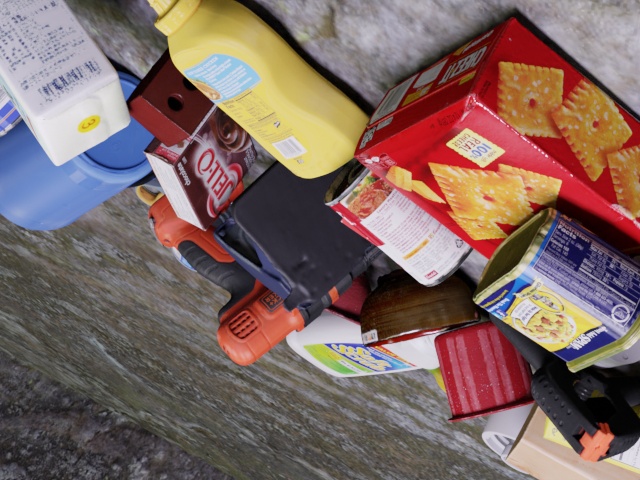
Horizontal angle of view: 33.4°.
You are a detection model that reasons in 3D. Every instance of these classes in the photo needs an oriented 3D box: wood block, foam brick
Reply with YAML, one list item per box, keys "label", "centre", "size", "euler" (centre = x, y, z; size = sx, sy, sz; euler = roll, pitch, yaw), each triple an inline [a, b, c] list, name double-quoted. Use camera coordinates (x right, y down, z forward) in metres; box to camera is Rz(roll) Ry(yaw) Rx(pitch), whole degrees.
- label: "wood block"
  centre: [0.301, 0.222, 1.055]
  size: [0.206, 0.090, 0.091]
  euler: [28, 159, 11]
- label: "foam brick"
  centre: [-0.114, -0.124, 0.867]
  size: [0.053, 0.078, 0.051]
  euler: [39, 160, -20]

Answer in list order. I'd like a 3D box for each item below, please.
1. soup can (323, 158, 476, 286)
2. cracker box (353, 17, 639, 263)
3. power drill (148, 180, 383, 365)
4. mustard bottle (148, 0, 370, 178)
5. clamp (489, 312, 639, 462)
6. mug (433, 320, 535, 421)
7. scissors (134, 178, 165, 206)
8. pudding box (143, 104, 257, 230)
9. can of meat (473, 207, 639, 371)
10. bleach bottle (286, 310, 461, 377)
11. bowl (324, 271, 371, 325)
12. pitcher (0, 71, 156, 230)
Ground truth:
- label: "soup can"
  centre: [0.063, -0.022, 0.798]
  size: [0.102, 0.068, 0.069]
  euler: [40, 159, -13]
- label: "cracker box"
  centre: [0.147, -0.035, 0.710]
  size: [0.213, 0.072, 0.164]
  euler: [37, 159, -15]
- label: "power drill"
  centre: [-0.057, 0.001, 0.996]
  size: [0.188, 0.184, 0.057]
  euler: [44, 163, 28]
- label: "mustard bottle"
  centre: [-0.055, -0.127, 0.804]
  size: [0.191, 0.058, 0.096]
  euler: [40, 157, -22]
- label: "clamp"
  centre: [0.224, 0.126, 0.879]
  size: [0.164, 0.036, 0.210]
  euler: [26, -162, -8]
- label: "mug"
  centre: [0.165, 0.116, 0.994]
  size: [0.117, 0.081, 0.093]
  euler: [-17, 171, 17]
- label: "scissors"
  centre: [-0.143, -0.049, 1.173]
  size: [0.096, 0.016, 0.202]
  euler: [40, 158, -25]
- label: "pudding box"
  centre: [-0.104, -0.075, 0.948]
  size: [0.039, 0.090, 0.113]
  euler: [23, 158, 24]
- label: "can of meat"
  centre: [0.153, 0.031, 0.673]
  size: [0.084, 0.057, 0.102]
  euler: [32, 158, -1]
- label: "bleach bottle"
  centre: [0.063, 0.102, 1.160]
  size: [0.102, 0.068, 0.251]
  euler: [37, 157, -19]
- label: "bowl"
  centre: [-0.008, 0.036, 1.080]
  size: [0.162, 0.055, 0.162]
  euler: [24, 178, 1]
- label: "pitcher"
  centre: [-0.239, -0.090, 1.079]
  size: [0.145, 0.149, 0.243]
  euler: [54, 151, -14]
